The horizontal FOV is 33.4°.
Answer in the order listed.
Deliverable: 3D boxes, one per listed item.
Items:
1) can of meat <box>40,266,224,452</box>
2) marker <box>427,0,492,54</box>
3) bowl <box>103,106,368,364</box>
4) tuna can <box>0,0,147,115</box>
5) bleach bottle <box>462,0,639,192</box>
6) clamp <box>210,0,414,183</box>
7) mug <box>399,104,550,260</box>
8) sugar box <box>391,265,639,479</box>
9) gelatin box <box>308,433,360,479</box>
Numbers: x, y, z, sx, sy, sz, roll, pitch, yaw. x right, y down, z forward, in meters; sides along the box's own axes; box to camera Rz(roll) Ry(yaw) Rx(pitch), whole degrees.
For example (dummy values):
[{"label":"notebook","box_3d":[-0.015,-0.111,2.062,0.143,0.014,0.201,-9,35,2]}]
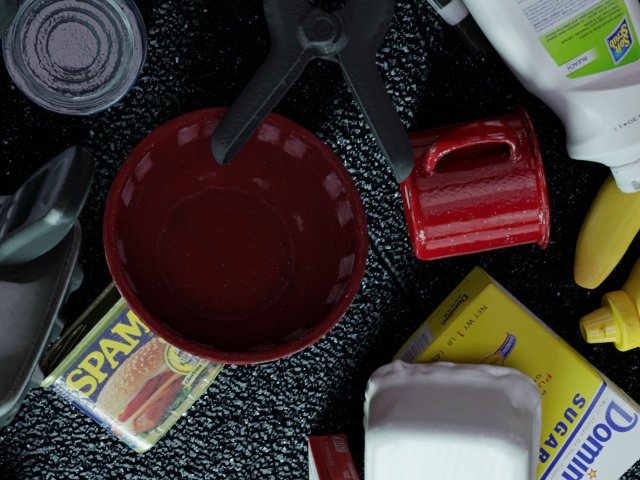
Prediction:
[{"label":"can of meat","box_3d":[-0.120,0.076,0.699,0.084,0.057,0.102,41,98,-18]},{"label":"marker","box_3d":[0.068,-0.164,0.668,0.020,0.020,0.121,-43,106,6]},{"label":"bowl","box_3d":[-0.054,0.001,0.664,0.162,0.055,0.162,4,74,-13]},{"label":"tuna can","box_3d":[-0.149,-0.120,0.649,0.086,0.034,0.086,-2,106,-6]},{"label":"bleach bottle","box_3d":[0.139,-0.139,0.651,0.102,0.068,0.251,-29,104,1]},{"label":"clamp","box_3d":[0.012,-0.114,0.638,0.120,0.039,0.171,15,87,-1]},{"label":"mug","box_3d":[0.092,-0.038,0.663,0.081,0.117,0.093,-10,67,1]},{"label":"sugar box","box_3d":[0.144,0.108,0.743,0.176,0.048,0.093,39,100,-14]},{"label":"gelatin box","box_3d":[0.010,0.189,0.737,0.030,0.073,0.089,-2,106,-7]}]
